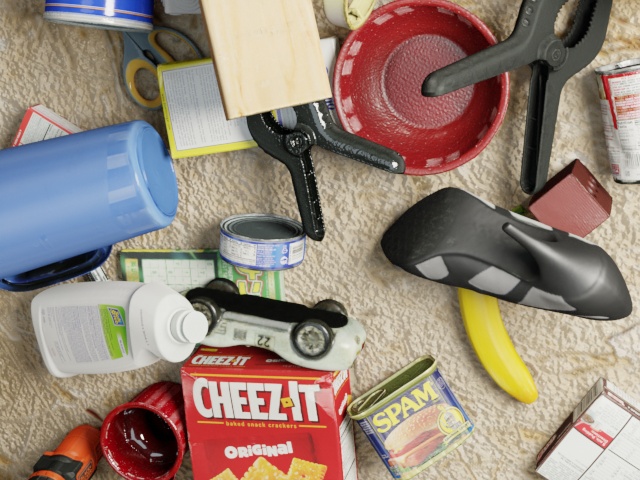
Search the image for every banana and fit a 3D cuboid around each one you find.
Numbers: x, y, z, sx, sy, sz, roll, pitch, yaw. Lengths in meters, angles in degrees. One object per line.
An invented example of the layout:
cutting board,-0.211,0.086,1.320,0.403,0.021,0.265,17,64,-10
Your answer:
banana,0.169,0.066,1.029,0.070,0.037,0.198,-2,104,18

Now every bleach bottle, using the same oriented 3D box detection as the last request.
bleach bottle,-0.195,0.091,1.061,0.251,0.067,0.102,-3,106,48

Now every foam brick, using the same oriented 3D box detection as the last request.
foam brick,0.226,-0.034,0.964,0.051,0.078,0.053,-40,91,23

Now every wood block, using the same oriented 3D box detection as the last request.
wood block,-0.059,-0.211,0.897,0.090,0.091,0.206,-13,97,-5

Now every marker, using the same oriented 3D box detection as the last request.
marker,-0.257,0.006,1.142,0.020,0.020,0.121,-25,97,20

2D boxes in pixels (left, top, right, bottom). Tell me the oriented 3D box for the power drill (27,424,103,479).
power drill,-0.281,0.320,1.156,0.057,0.184,0.188,9,116,13

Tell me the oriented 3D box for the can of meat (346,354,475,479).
can of meat,0.091,0.177,1.058,0.102,0.057,0.084,-33,97,-3

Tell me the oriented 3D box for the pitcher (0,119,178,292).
pitcher,-0.265,-0.031,1.056,0.243,0.149,0.145,-13,89,12

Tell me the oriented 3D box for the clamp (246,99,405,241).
clamp,-0.004,-0.095,0.980,0.120,0.039,0.171,-31,96,20

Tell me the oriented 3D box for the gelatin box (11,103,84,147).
gelatin box,-0.277,-0.089,1.117,0.089,0.030,0.073,31,110,3

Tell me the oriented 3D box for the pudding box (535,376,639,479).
pudding box,0.277,0.204,1.035,0.090,0.039,0.114,35,113,4

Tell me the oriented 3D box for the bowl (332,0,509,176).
bowl,0.095,-0.143,0.984,0.162,0.055,0.162,4,105,15

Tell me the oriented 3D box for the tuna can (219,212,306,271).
tuna can,-0.057,0.001,1.049,0.086,0.086,0.034,9,109,13

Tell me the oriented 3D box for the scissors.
scissors,-0.204,-0.210,1.072,0.202,0.016,0.096,36,110,4

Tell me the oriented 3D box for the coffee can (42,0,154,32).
coffee can,-0.203,-0.271,0.999,0.103,0.102,0.140,8,98,14

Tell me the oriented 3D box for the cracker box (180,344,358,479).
cracker box,-0.049,0.220,1.107,0.164,0.072,0.214,-1,107,15

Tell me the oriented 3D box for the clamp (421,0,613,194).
clamp,0.196,-0.153,0.929,0.210,0.036,0.164,-50,124,-7

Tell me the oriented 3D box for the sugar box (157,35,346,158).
sugar box,-0.063,-0.137,1.028,0.176,0.048,0.093,-7,103,8

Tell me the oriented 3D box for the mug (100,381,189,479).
mug,-0.173,0.212,1.140,0.093,0.081,0.117,-6,102,17
